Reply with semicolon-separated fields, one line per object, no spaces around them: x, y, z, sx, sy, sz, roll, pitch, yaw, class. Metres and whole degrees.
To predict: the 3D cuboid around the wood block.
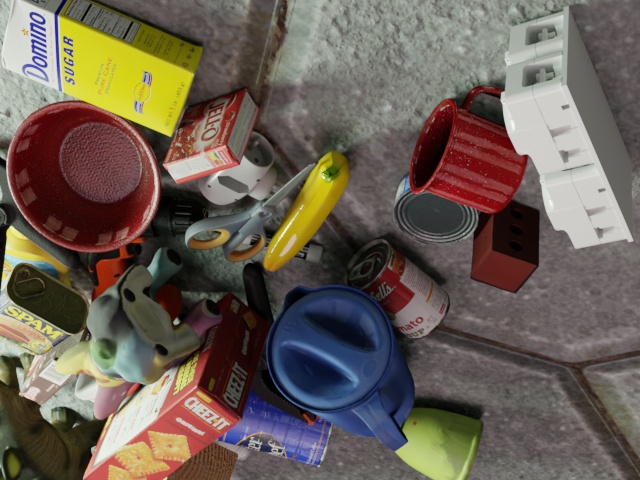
-0.212;0.298;1.397;0.090;0.090;0.207;32;156;-33;wood block

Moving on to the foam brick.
0.185;0.004;1.070;0.053;0.078;0.051;18;138;-9;foam brick

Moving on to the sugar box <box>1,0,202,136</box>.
-0.206;-0.172;1.003;0.176;0.048;0.093;20;138;-9;sugar box

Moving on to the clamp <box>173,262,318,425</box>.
-0.077;0.137;1.277;0.165;0.036;0.210;-26;104;40;clamp

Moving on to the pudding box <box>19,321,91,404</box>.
-0.332;0.146;1.353;0.039;0.090;0.114;31;135;-22;pudding box

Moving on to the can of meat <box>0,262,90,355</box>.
-0.330;0.082;1.220;0.102;0.057;0.084;34;135;-26;can of meat

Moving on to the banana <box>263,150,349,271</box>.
-0.011;-0.037;1.087;0.037;0.069;0.198;45;145;10;banana

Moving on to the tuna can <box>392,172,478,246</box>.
0.118;-0.035;1.077;0.086;0.033;0.086;8;138;7;tuna can

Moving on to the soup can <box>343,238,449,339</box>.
0.083;0.054;1.159;0.069;0.068;0.102;-29;125;37;soup can

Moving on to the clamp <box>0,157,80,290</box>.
-0.344;-0.015;1.143;0.120;0.039;0.171;-32;84;6;clamp

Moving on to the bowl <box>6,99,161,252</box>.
-0.233;-0.071;1.089;0.162;0.055;0.162;3;112;8;bowl

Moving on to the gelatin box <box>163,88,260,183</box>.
-0.104;-0.101;1.021;0.073;0.089;0.030;-14;131;27;gelatin box

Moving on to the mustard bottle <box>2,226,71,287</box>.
-0.338;0.024;1.244;0.096;0.058;0.192;14;139;0;mustard bottle

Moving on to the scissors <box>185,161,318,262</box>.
-0.077;-0.030;1.085;0.096;0.016;0.202;3;151;-19;scissors

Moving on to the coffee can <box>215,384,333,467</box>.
-0.056;0.220;1.353;0.140;0.102;0.103;15;139;-2;coffee can

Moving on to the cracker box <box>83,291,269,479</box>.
-0.159;0.180;1.200;0.072;0.164;0.214;40;122;-18;cracker box

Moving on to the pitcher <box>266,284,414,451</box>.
0.040;0.154;1.178;0.145;0.149;0.242;6;162;17;pitcher

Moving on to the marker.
-0.058;0.001;1.174;0.121;0.020;0.020;14;139;-1;marker

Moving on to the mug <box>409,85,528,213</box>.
0.143;-0.085;0.986;0.081;0.093;0.117;19;102;-14;mug

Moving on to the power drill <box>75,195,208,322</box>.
-0.207;0.016;1.205;0.184;0.057;0.188;5;136;10;power drill
